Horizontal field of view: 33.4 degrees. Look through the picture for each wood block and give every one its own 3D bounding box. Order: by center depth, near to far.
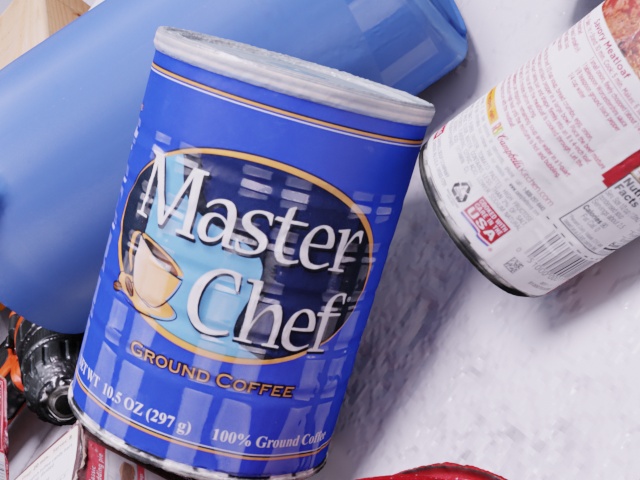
[{"bbox_3d":[-0.202,-0.117,0.814,0.090,0.090,0.206,-47,31,14],"label":"wood block"}]

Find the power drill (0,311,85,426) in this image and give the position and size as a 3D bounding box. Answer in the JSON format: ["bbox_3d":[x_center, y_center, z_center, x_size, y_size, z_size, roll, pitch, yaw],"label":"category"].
[{"bbox_3d":[-0.182,0.102,0.596,0.188,0.057,0.184,-50,20,6],"label":"power drill"}]

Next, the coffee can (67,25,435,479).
[{"bbox_3d":[-0.027,0.003,0.394,0.103,0.102,0.140,37,113,60],"label":"coffee can"}]

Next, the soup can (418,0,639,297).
[{"bbox_3d":[0.090,-0.034,0.340,0.102,0.068,0.068,-38,35,30],"label":"soup can"}]

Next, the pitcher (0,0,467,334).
[{"bbox_3d":[-0.054,-0.069,0.513,0.243,0.145,0.149,-31,36,17],"label":"pitcher"}]
